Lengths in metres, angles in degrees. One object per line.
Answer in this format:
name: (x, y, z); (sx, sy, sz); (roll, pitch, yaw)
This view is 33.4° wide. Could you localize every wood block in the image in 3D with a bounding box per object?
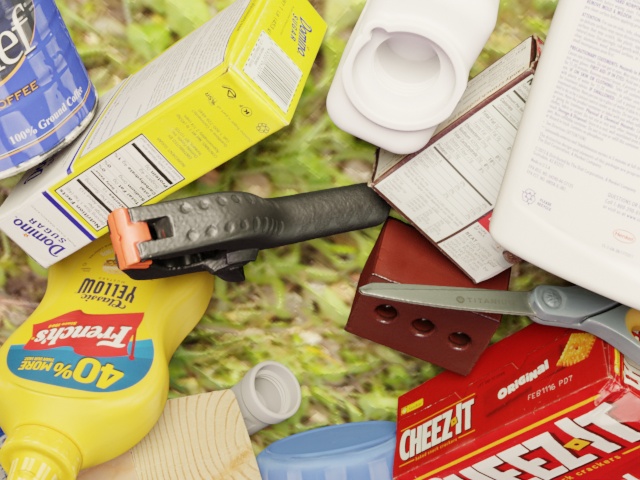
wood block: (-0.137, 0.179, 0.690); (0.090, 0.090, 0.206); (-1, 154, -47)

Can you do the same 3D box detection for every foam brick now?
foam brick: (0.061, 0.032, 0.606); (0.078, 0.051, 0.053); (20, 132, -2)

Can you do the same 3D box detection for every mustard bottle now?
mustard bottle: (-0.129, 0.068, 0.595); (0.096, 0.191, 0.058); (10, 132, 7)

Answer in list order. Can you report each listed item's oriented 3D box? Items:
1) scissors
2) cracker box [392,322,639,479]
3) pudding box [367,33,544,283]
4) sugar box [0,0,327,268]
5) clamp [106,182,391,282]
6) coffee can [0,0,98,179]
scissors: (0.126, 0.020, 0.549); (0.202, 0.096, 0.016); (17, 142, 2)
cracker box: (0.175, 0.137, 0.636); (0.213, 0.072, 0.164); (34, 131, -24)
pudding box: (0.095, -0.038, 0.546); (0.090, 0.039, 0.114); (42, 125, -19)
sugar box: (-0.082, -0.058, 0.541); (0.177, 0.093, 0.048); (-29, 117, 34)
clamp: (-0.054, 0.001, 0.562); (0.120, 0.171, 0.039); (-32, 71, 37)
coffee can: (-0.181, -0.111, 0.516); (0.103, 0.102, 0.140); (-4, 128, 19)
